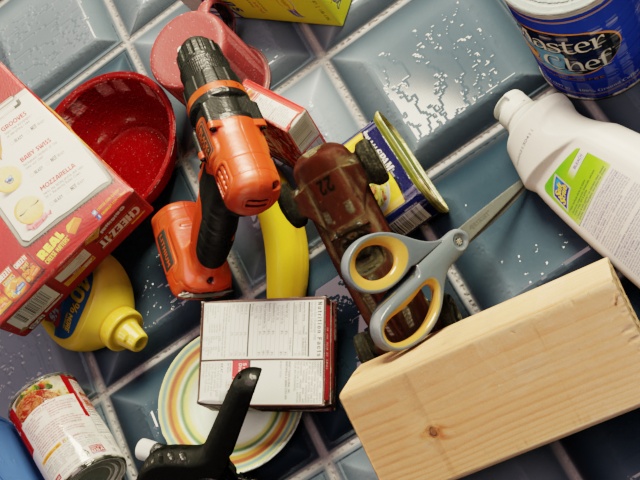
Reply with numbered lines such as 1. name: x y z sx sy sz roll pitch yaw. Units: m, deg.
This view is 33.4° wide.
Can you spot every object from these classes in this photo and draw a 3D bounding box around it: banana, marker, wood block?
1. banana: -0.046 -0.013 0.945 0.070 0.037 0.198 -43 55 28
2. marker: -0.104 0.190 0.904 0.121 0.020 0.020 9 75 29
3. wood block: 0.130 0.099 0.765 0.206 0.090 0.091 -25 92 16

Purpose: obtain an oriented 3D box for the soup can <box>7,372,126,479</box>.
1. soup can: -0.223 0.176 0.940 0.068 0.068 0.102 -44 59 5

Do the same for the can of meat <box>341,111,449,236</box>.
1. can of meat: 0.045 -0.043 0.897 0.084 0.057 0.102 -36 60 12

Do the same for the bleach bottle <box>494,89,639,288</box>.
1. bleach bottle: 0.225 -0.040 0.789 0.251 0.067 0.103 47 131 33

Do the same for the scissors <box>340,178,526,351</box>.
1. scissors: 0.086 -0.006 0.813 0.201 0.096 0.016 -55 16 -26

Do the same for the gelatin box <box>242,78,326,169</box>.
1. gelatin box: -0.032 -0.094 0.934 0.073 0.089 0.030 31 77 32

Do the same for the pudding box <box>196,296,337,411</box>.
1. pudding box: -0.043 0.093 0.872 0.114 0.039 0.090 -2 75 15

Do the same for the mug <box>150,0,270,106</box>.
1. mug: -0.104 -0.173 1.004 0.093 0.081 0.117 3 73 27

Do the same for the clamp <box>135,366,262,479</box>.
1. clamp: -0.082 0.183 0.843 0.210 0.164 0.036 -18 23 27

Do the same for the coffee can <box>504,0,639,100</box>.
1. coffee can: 0.201 -0.184 0.823 0.103 0.140 0.103 -9 67 23

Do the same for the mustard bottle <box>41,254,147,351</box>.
1. mustard bottle: -0.229 0.048 0.995 0.192 0.058 0.096 32 102 31

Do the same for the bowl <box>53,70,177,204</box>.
1. bowl: -0.196 -0.079 1.030 0.162 0.055 0.162 -9 67 23

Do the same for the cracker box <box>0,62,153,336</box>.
1. cracker box: -0.282 -0.045 0.952 0.214 0.072 0.164 42 85 16

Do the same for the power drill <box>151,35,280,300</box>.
1. power drill: -0.098 -0.054 0.905 0.057 0.188 0.184 -4 51 -23

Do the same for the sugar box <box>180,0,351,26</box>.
1. sugar box: -0.067 -0.247 1.007 0.176 0.093 0.048 9 75 29
